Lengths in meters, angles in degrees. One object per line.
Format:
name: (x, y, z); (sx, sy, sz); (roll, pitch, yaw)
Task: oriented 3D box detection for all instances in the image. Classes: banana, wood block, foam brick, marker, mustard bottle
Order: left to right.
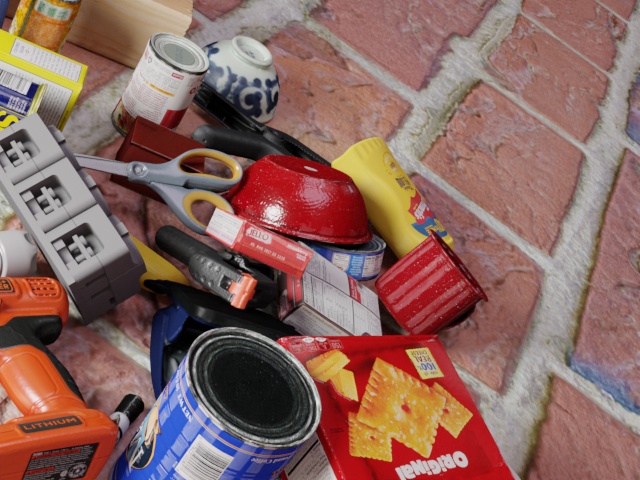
wood block: (-0.253, -0.274, 1.188); (0.205, 0.090, 0.091); (21, 36, -21)
marker: (-0.162, 0.151, 0.785); (0.020, 0.020, 0.121); (35, 32, 0)
banana: (-0.196, -0.016, 0.954); (0.198, 0.037, 0.069); (46, 36, 17)
foam brick: (-0.159, -0.077, 1.053); (0.078, 0.051, 0.053); (24, 33, -17)
mustard bottle: (0.093, -0.023, 1.183); (0.191, 0.058, 0.096); (55, 23, 7)

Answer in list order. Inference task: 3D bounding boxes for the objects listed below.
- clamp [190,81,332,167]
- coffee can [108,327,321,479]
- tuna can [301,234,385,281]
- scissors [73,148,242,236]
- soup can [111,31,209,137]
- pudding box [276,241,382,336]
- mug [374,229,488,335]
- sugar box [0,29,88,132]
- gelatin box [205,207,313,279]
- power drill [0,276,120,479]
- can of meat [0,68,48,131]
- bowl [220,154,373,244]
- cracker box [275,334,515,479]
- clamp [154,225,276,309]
clamp: (-0.067, -0.112, 1.184); (0.209, 0.036, 0.165); (23, 23, -31)
coffee can: (-0.077, 0.145, 0.755); (0.102, 0.140, 0.103); (23, 34, -17)
tuna can: (0.021, 0.012, 1.084); (0.086, 0.034, 0.086); (10, 16, -3)
scissors: (-0.159, -0.045, 0.984); (0.201, 0.016, 0.096); (-6, 73, -32)
soup can: (-0.165, -0.155, 1.101); (0.068, 0.102, 0.068); (23, 34, -17)
pudding box: (0.009, 0.065, 1.010); (0.113, 0.039, 0.090); (34, 31, -27)
mug: (0.115, 0.055, 1.087); (0.117, 0.081, 0.093); (41, 14, -45)
sugar box: (-0.312, -0.150, 0.972); (0.176, 0.093, 0.048); (24, 34, -17)
gelatin box: (-0.056, 0.001, 0.966); (0.073, 0.030, 0.089); (26, -2, -24)
power drill: (-0.237, 0.092, 0.743); (0.184, 0.057, 0.188); (-2, 40, -40)
can of meat: (-0.294, -0.104, 0.923); (0.084, 0.102, 0.057); (22, 35, -15)
bowl: (-0.018, -0.048, 1.078); (0.162, 0.055, 0.162); (14, 13, -4)
cracker box: (0.058, 0.170, 0.796); (0.163, 0.072, 0.214); (4, 44, -36)
clamp: (-0.092, 0.024, 0.944); (0.120, 0.039, 0.171); (18, 2, -8)
